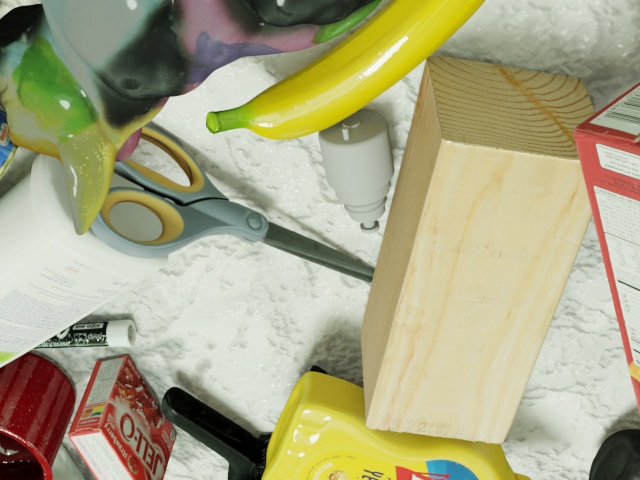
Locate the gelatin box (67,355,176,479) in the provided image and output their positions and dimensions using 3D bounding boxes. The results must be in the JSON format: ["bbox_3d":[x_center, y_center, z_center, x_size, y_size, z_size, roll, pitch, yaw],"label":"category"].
[{"bbox_3d":[-0.138,0.139,0.757,0.030,0.073,0.089,-13,124,17],"label":"gelatin box"}]

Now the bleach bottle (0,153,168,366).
[{"bbox_3d":[-0.218,0.042,0.676,0.251,0.068,0.102,-32,147,23],"label":"bleach bottle"}]

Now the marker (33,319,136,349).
[{"bbox_3d":[-0.189,0.067,0.745,0.121,0.020,0.020,-3,126,11],"label":"marker"}]

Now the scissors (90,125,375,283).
[{"bbox_3d":[-0.054,0.001,0.634,0.201,0.096,0.016,35,137,-14],"label":"scissors"}]

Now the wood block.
[{"bbox_3d":[0.086,0.011,0.614,0.090,0.091,0.206,8,127,-5],"label":"wood block"}]

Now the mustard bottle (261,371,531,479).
[{"bbox_3d":[0.064,0.153,0.704,0.191,0.058,0.096,19,127,-7],"label":"mustard bottle"}]

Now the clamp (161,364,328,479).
[{"bbox_3d":[-0.046,0.157,0.779,0.120,0.039,0.171,1,127,9],"label":"clamp"}]

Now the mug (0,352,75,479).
[{"bbox_3d":[-0.231,0.139,0.766,0.093,0.081,0.117,35,123,-18],"label":"mug"}]

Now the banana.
[{"bbox_3d":[0.032,-0.104,0.558,0.198,0.069,0.037,-35,82,21],"label":"banana"}]
